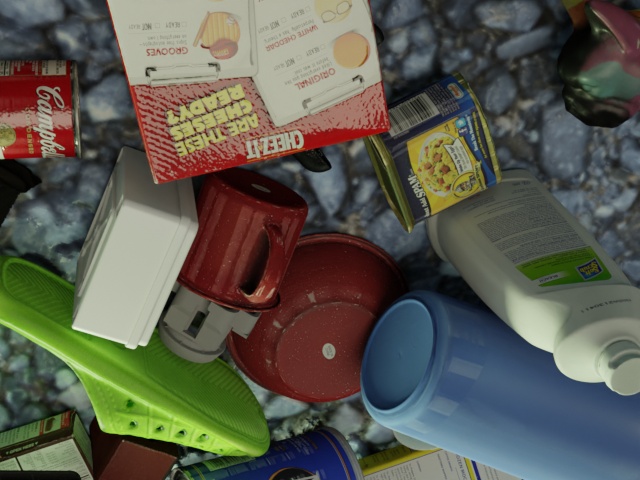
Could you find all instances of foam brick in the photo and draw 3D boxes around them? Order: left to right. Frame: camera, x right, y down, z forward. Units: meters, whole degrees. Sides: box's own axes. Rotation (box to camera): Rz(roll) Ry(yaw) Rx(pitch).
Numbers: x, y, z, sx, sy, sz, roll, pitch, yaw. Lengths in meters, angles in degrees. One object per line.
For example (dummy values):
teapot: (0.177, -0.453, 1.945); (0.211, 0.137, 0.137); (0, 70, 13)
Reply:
foam brick: (-0.153, 0.165, 0.871); (0.053, 0.078, 0.051); (24, 109, -25)

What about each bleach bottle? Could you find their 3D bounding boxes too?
bleach bottle: (0.160, 0.031, 0.774); (0.102, 0.251, 0.068); (-18, 120, -4)

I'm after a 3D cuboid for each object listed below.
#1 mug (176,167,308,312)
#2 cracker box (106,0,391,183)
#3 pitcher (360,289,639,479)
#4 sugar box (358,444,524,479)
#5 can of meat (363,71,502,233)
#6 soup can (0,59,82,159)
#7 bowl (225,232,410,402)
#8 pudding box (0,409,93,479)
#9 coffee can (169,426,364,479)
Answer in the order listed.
mug: (-0.055, 0.001, 0.789); (0.093, 0.117, 0.081); (14, 108, -27)
cracker box: (-0.055, -0.162, 0.690); (0.164, 0.072, 0.214); (-13, 115, -2)
pitcher: (0.156, 0.115, 0.855); (0.242, 0.149, 0.145); (22, 96, -27)
sugar box: (0.116, 0.221, 0.967); (0.176, 0.048, 0.093); (-18, 95, -6)
can of meat: (0.084, -0.068, 0.809); (0.084, 0.057, 0.102); (-26, 134, -2)
soup can: (-0.216, -0.089, 0.729); (0.102, 0.068, 0.068); (-3, 118, -11)
bowl: (0.004, 0.077, 0.874); (0.162, 0.055, 0.162); (-5, 118, -10)
pudding box: (-0.228, 0.206, 0.897); (0.090, 0.039, 0.113); (-18, 122, -2)
coffee can: (-0.044, 0.222, 0.894); (0.140, 0.103, 0.103); (-11, 120, -24)
